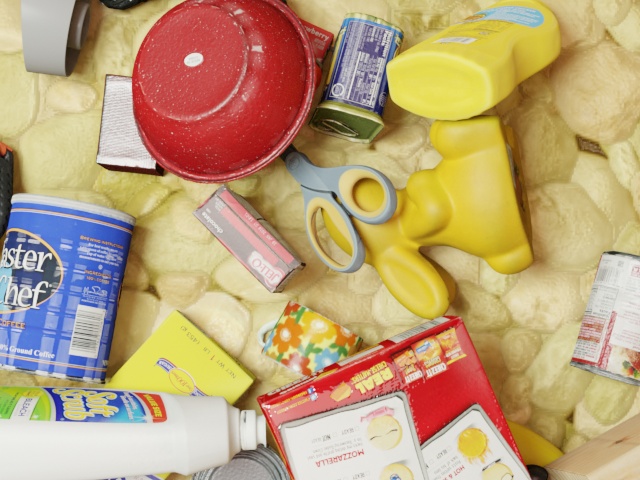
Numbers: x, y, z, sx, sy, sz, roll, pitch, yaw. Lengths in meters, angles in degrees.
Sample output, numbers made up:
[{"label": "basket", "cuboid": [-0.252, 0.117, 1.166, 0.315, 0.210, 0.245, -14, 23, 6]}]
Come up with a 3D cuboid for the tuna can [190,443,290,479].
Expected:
[{"label": "tuna can", "cuboid": [-0.066, 0.211, 0.905, 0.086, 0.034, 0.086, 0, 86, 0]}]

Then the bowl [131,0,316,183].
[{"label": "bowl", "cuboid": [-0.087, -0.128, 0.820, 0.162, 0.055, 0.162, -4, 78, 20]}]

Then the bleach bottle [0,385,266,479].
[{"label": "bleach bottle", "cuboid": [-0.168, 0.150, 0.841, 0.250, 0.102, 0.068, -2, 105, -2]}]

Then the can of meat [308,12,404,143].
[{"label": "can of meat", "cuboid": [0.031, -0.135, 0.896, 0.057, 0.102, 0.084, 15, 83, -4]}]

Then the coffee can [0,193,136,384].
[{"label": "coffee can", "cuboid": [-0.215, 0.041, 0.878, 0.103, 0.103, 0.140, 9, 83, 0]}]

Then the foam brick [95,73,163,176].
[{"label": "foam brick", "cuboid": [-0.159, -0.098, 0.917, 0.051, 0.053, 0.078, 5, 87, 0]}]

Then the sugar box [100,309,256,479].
[{"label": "sugar box", "cuboid": [-0.147, 0.153, 0.903, 0.093, 0.048, 0.176, 41, 86, 3]}]

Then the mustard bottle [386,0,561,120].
[{"label": "mustard bottle", "cuboid": [0.143, -0.158, 0.879, 0.096, 0.191, 0.058, 8, 121, 37]}]

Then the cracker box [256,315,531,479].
[{"label": "cracker box", "cuboid": [0.068, 0.184, 0.805, 0.164, 0.072, 0.214, -23, 90, -7]}]

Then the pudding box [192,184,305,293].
[{"label": "pudding box", "cuboid": [-0.056, 0.001, 0.880, 0.039, 0.113, 0.090, -44, 87, 1]}]

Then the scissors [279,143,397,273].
[{"label": "scissors", "cuboid": [-0.002, -0.069, 0.887, 0.096, 0.016, 0.202, -36, 66, 27]}]
